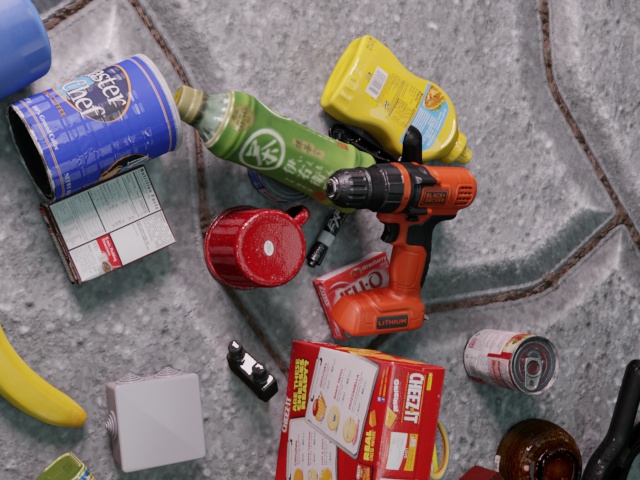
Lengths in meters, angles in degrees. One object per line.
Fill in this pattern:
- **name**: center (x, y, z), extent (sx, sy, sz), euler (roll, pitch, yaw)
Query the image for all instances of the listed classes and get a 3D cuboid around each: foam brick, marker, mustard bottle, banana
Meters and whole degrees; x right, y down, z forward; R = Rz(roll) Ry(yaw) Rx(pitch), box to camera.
- **foam brick**: center (0.182, 0.312, 1.260), extent (0.078, 0.051, 0.053), euler (-38, 105, -20)
- **marker**: center (0.017, -0.023, 1.199), extent (0.020, 0.020, 0.121), euler (34, 77, -21)
- **mustard bottle**: center (0.098, -0.143, 1.214), extent (0.191, 0.058, 0.096), euler (32, 75, -22)
- **banana**: center (-0.301, 0.111, 1.041), extent (0.069, 0.037, 0.198), euler (-30, 103, -21)

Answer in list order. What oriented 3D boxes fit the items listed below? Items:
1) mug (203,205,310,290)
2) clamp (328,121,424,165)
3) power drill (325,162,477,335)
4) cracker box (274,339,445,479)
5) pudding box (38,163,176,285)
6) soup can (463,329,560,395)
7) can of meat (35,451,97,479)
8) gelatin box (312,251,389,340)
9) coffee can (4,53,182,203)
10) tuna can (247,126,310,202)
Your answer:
- **mug**: center (-0.057, 0.001, 1.129), extent (0.117, 0.082, 0.093), euler (-37, 105, -20)
- **clamp**: center (0.083, -0.079, 1.193), extent (0.039, 0.120, 0.171), euler (-56, 141, -18)
- **power drill**: center (0.069, 0.007, 1.120), extent (0.184, 0.057, 0.188), euler (-1, 118, -33)
- **cracker box**: center (0.036, 0.195, 1.101), extent (0.072, 0.214, 0.164), euler (9, 87, -27)
- **pudding box**: center (-0.214, -0.017, 1.080), extent (0.113, 0.039, 0.090), euler (-26, 100, -25)
- **soup can**: center (0.221, 0.141, 1.249), extent (0.068, 0.102, 0.068), euler (0, 90, -25)
- **can of meat**: center (-0.232, 0.259, 1.040), extent (0.057, 0.102, 0.084), euler (-40, 104, -19)
- **gelatin box**: center (0.044, 0.062, 1.205), extent (0.089, 0.030, 0.073), euler (-24, 101, -23)
- **coffee can**: center (-0.220, -0.110, 1.041), extent (0.140, 0.103, 0.103), euler (-26, 101, -23)
- **tuna can**: center (-0.036, -0.084, 1.165), extent (0.086, 0.034, 0.086), euler (0, 90, -25)
